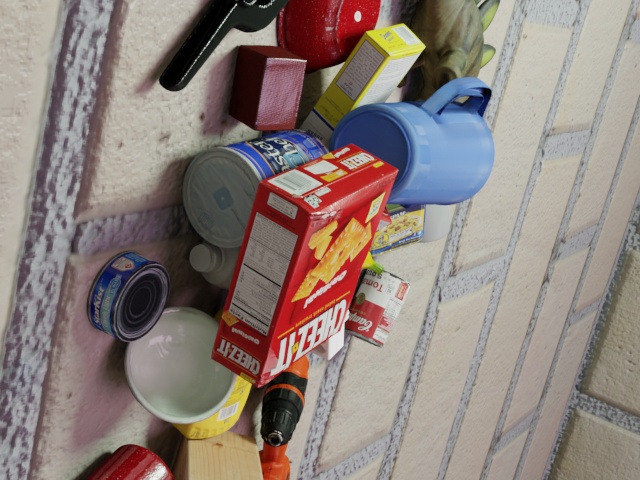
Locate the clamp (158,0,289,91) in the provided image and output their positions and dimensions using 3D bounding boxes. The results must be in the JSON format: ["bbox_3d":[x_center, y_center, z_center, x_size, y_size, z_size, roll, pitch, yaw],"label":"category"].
[{"bbox_3d":[-0.084,-0.230,1.016,0.209,0.036,0.165,-23,129,-56],"label":"clamp"}]

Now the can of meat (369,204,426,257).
[{"bbox_3d":[0.094,-0.032,1.449,0.102,0.057,0.084,-17,136,-15],"label":"can of meat"}]

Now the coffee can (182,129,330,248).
[{"bbox_3d":[-0.062,-0.057,1.118,0.140,0.103,0.103,-23,130,-55],"label":"coffee can"}]

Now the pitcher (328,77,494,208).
[{"bbox_3d":[0.111,-0.110,1.236,0.242,0.145,0.149,-10,95,-64],"label":"pitcher"}]

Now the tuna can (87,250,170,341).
[{"bbox_3d":[-0.187,0.056,1.048,0.086,0.034,0.086,-42,144,-41],"label":"tuna can"}]

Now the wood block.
[{"bbox_3d":[-0.117,0.285,1.175,0.206,0.090,0.090,-120,-133,-77],"label":"wood block"}]

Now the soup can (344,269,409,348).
[{"bbox_3d":[0.080,0.096,1.543,0.102,0.069,0.068,-65,154,-6],"label":"soup can"}]

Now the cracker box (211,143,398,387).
[{"bbox_3d":[-0.015,0.024,1.082,0.163,0.072,0.214,-28,142,-52],"label":"cracker box"}]

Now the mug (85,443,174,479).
[{"bbox_3d":[-0.207,0.277,1.124,0.081,0.093,0.117,-45,150,-46],"label":"mug"}]

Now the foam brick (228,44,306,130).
[{"bbox_3d":[-0.055,-0.157,1.095,0.051,0.053,0.078,-7,119,-37],"label":"foam brick"}]

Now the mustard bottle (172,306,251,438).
[{"bbox_3d":[-0.102,0.131,1.198,0.096,0.058,0.192,-14,135,-50],"label":"mustard bottle"}]

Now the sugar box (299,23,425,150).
[{"bbox_3d":[0.039,-0.163,1.218,0.176,0.048,0.093,-50,166,33],"label":"sugar box"}]

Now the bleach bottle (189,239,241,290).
[{"bbox_3d":[-0.058,0.001,1.218,0.250,0.068,0.103,-8,119,-58],"label":"bleach bottle"}]

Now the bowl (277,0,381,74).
[{"bbox_3d":[0.020,-0.255,1.174,0.161,0.055,0.162,-41,143,-41],"label":"bowl"}]

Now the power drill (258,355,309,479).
[{"bbox_3d":[-0.056,0.255,1.361,0.184,0.057,0.188,-73,176,-64],"label":"power drill"}]
